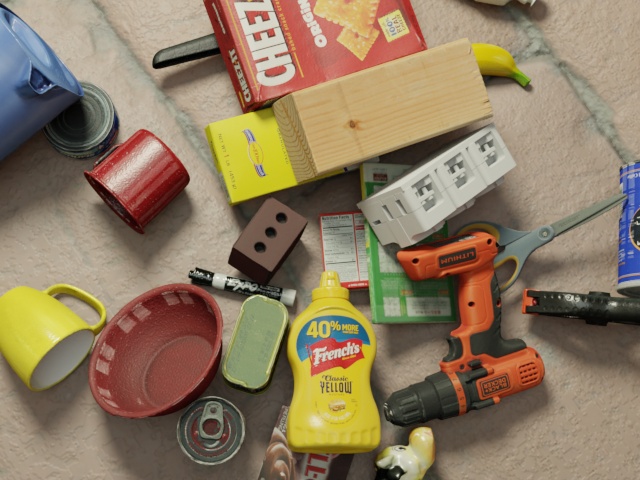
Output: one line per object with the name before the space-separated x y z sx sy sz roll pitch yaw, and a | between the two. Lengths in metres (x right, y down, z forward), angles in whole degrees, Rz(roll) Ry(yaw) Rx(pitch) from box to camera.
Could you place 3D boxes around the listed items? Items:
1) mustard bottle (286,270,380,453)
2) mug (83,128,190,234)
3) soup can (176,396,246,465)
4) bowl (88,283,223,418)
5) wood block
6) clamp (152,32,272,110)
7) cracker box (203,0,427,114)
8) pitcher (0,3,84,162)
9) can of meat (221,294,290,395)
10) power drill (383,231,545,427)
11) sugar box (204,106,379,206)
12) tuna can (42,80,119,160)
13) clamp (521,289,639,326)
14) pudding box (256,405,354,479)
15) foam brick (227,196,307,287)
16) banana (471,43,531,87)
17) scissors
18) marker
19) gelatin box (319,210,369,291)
mustard bottle | 0.012 0.126 1.128 0.096 0.058 0.191 1 71 -7
mug | -0.205 -0.072 1.177 0.081 0.093 0.117 -45 48 -14
soup can | -0.111 0.199 1.114 0.068 0.102 0.068 0 80 -2
bowl | -0.163 0.126 1.128 0.162 0.055 0.162 -16 49 19
wood block | 0.066 -0.139 1.142 0.205 0.090 0.091 -19 94 -15
clamp | -0.081 -0.232 1.226 0.164 0.036 0.210 30 79 -5
cracker box | -0.008 -0.252 1.189 0.213 0.072 0.164 -20 90 -17
pitcher | -0.386 -0.133 1.147 0.243 0.149 0.145 -40 82 5
can of meat | -0.069 0.111 1.141 0.057 0.084 0.102 18 79 1
power drill | 0.139 0.094 1.140 0.184 0.057 0.187 -16 100 -15
sugar box | -0.031 -0.106 1.184 0.176 0.048 0.093 -18 92 -11
tuna can | -0.272 -0.136 1.206 0.086 0.034 0.086 0 79 -2
clamp | 0.307 0.073 1.148 0.171 0.120 0.039 3 78 2
pudding box | -0.017 0.243 1.141 0.090 0.039 0.113 19 79 2
foam brick | -0.058 0.001 1.169 0.053 0.051 0.078 32 64 4
banana | 0.143 -0.183 1.227 0.197 0.037 0.069 -20 79 -5
scissors | 0.231 -0.016 1.183 0.202 0.016 0.096 -42 73 9
marker | -0.087 0.051 1.185 0.121 0.020 0.020 13 79 1
gelatin box | 0.037 0.012 1.191 0.073 0.030 0.089 -5 80 -2
